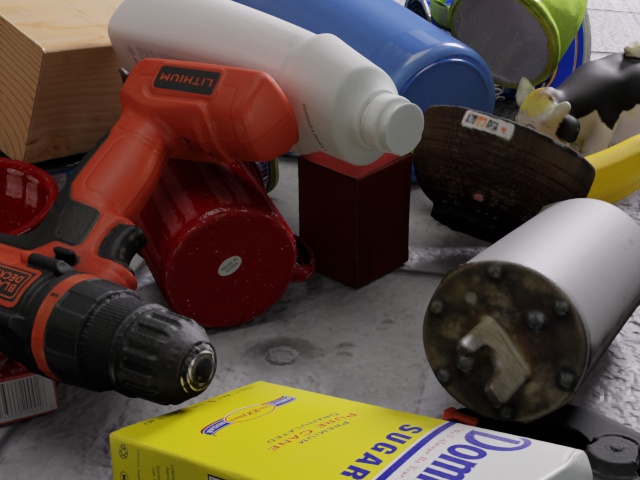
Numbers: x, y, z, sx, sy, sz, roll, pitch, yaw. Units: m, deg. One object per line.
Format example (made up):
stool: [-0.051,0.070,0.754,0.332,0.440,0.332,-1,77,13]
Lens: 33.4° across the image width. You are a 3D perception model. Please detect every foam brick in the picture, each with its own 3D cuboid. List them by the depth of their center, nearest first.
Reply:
foam brick: [0.021,-0.019,0.668,0.051,0.078,0.052,25,37,38]

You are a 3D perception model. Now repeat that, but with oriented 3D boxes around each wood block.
wood block: [-0.156,-0.131,0.793,0.090,0.091,0.205,37,34,26]

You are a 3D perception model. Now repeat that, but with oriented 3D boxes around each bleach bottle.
bleach bottle: [-0.031,-0.094,0.654,0.068,0.102,0.251,-48,43,-14]

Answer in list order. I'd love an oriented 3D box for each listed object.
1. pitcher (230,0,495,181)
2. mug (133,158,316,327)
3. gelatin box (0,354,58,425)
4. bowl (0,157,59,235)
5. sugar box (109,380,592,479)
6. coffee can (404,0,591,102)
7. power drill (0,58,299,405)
pitcher: [0.020,-0.134,0.859,0.144,0.149,0.243,0,26,-33]
mug: [-0.054,0.001,0.634,0.117,0.093,0.082,18,21,-32]
gelatin box: [-0.189,0.069,0.553,0.089,0.030,0.073,-12,29,-22]
bowl: [-0.241,0.001,0.660,0.162,0.055,0.162,-1,27,0]
sugar box: [0.007,0.097,0.418,0.177,0.048,0.093,1,11,42]
coffee can: [0.150,-0.170,0.933,0.140,0.103,0.103,-6,27,-9]
power drill: [-0.090,-0.010,0.537,0.185,0.057,0.187,14,54,33]
